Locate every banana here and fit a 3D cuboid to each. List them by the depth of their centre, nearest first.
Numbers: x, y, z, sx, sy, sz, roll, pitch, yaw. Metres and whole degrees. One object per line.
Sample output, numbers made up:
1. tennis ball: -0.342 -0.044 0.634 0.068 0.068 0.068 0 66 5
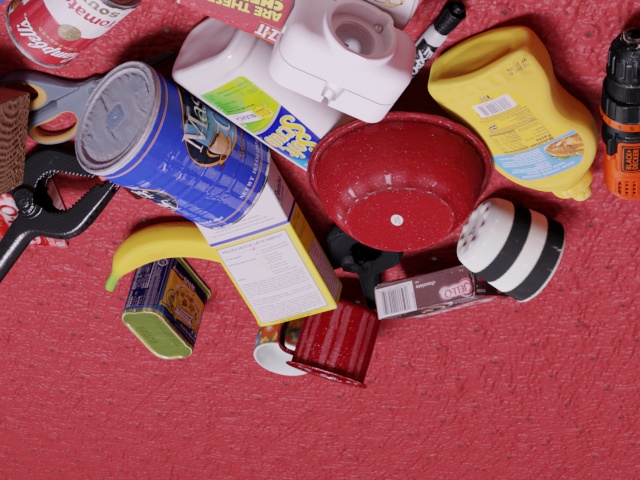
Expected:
1. banana: -0.135 0.012 1.130 0.198 0.037 0.069 -3 117 6

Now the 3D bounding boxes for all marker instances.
1. marker: 0.083 -0.155 0.882 0.020 0.020 0.121 23 142 -16

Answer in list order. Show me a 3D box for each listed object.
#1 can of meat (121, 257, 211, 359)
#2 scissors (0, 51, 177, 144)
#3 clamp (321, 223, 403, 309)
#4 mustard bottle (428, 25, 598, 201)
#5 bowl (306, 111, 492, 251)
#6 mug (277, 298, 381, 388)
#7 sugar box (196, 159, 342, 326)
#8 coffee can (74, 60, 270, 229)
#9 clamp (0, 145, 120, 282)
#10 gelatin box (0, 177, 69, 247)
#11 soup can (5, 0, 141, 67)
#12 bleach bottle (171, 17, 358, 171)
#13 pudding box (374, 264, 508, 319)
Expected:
1. can of meat: -0.172 0.072 1.191 0.058 0.084 0.102 -9 139 24
2. scissors: -0.224 -0.147 0.971 0.096 0.016 0.202 33 138 -27
3. clamp: 0.044 0.021 1.109 0.120 0.039 0.172 20 150 -23
4. mustard bottle: 0.180 -0.095 0.904 0.096 0.058 0.191 -18 134 35
5. bowl: 0.068 -0.038 0.916 0.162 0.055 0.162 2 145 1
6. mug: 0.007 0.107 1.168 0.117 0.081 0.093 11 168 28
7. sugar box: -0.057 0.001 1.064 0.093 0.048 0.176 -16 119 21
8. coffee can: -0.128 -0.081 0.936 0.103 0.103 0.140 -21 147 35
9. clamp: -0.291 -0.029 1.072 0.210 0.036 0.164 -8 98 14
10. gelatin box: -0.311 -0.030 1.135 0.073 0.030 0.089 4 142 9
11. soup can: -0.198 -0.193 0.862 0.102 0.068 0.068 -26 130 38
12. bleach bottle: -0.004 -0.103 0.932 0.250 0.068 0.103 35 151 -31
13. pudding box: 0.125 0.054 1.099 0.114 0.039 0.089 -14 169 32
